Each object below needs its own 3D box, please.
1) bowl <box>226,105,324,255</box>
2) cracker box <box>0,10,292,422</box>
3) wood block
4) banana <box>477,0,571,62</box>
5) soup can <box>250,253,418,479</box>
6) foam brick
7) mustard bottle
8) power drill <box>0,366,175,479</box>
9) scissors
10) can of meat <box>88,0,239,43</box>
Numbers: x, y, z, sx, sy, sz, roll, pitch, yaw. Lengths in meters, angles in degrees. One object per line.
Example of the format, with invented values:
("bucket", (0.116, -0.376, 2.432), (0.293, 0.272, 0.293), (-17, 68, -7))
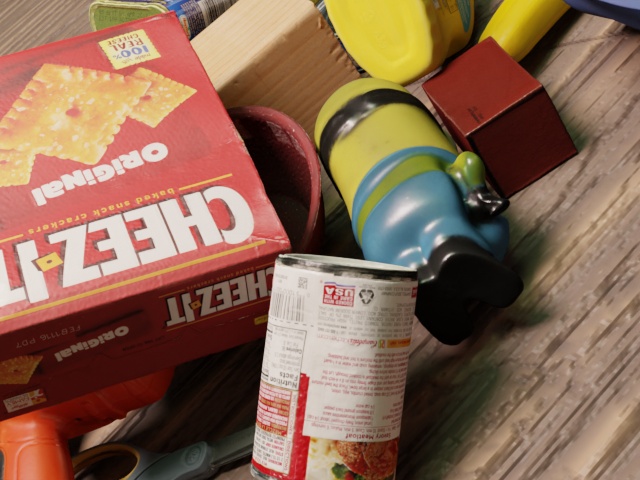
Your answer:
("bowl", (-0.054, 0.001, 0.648), (0.162, 0.055, 0.162), (-18, 56, 28))
("cracker box", (-0.123, -0.026, 0.581), (0.164, 0.072, 0.214), (-17, 48, -12))
("wood block", (-0.078, -0.076, 0.749), (0.206, 0.090, 0.090), (-42, 35, -7))
("banana", (0.165, -0.173, 0.685), (0.198, 0.037, 0.070), (-41, 10, -1))
("soup can", (0.007, 0.060, 0.493), (0.069, 0.068, 0.102), (8, 92, 46))
("foam brick", (0.102, -0.072, 0.621), (0.053, 0.051, 0.078), (-34, 34, 6))
("mustard bottle", (0.062, -0.164, 0.711), (0.058, 0.096, 0.191), (-28, 7, 26))
("power drill", (-0.113, 0.137, 0.534), (0.185, 0.057, 0.187), (-17, 49, 15))
("scissors", (-0.075, 0.135, 0.566), (0.202, 0.016, 0.096), (-14, 42, 30))
("can of meat", (-0.114, -0.171, 0.817), (0.102, 0.057, 0.083), (13, 37, 39))
